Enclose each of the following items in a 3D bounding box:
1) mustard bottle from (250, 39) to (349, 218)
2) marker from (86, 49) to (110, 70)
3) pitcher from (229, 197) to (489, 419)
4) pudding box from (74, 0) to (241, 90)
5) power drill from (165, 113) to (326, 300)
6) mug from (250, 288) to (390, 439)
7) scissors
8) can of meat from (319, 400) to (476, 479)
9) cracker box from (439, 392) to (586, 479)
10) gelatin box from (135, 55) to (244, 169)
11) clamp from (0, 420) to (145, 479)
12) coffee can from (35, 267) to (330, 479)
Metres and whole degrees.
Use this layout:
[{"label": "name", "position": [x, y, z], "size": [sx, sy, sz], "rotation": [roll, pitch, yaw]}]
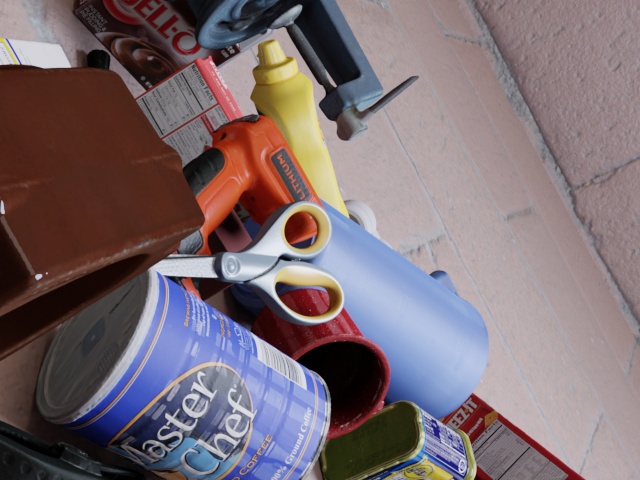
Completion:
[{"label": "mustard bottle", "position": [-0.023, -0.092, 0.990], "size": [0.096, 0.058, 0.191], "rotation": [-124, -163, -67]}, {"label": "marker", "position": [-0.169, -0.104, 0.809], "size": [0.020, 0.020, 0.121], "rotation": [42, 28, -41]}, {"label": "pitcher", "position": [0.030, 0.069, 0.929], "size": [0.242, 0.145, 0.149], "rotation": [37, 19, -41]}, {"label": "pudding box", "position": [-0.134, -0.182, 0.891], "size": [0.113, 0.090, 0.039], "rotation": [46, 25, -36]}, {"label": "power drill", "position": [-0.074, 0.012, 0.737], "size": [0.187, 0.058, 0.184], "rotation": [-44, 112, -41]}, {"label": "mug", "position": [0.003, 0.094, 0.808], "size": [0.117, 0.093, 0.081], "rotation": [33, 12, -33]}, {"label": "scissors", "position": [-0.055, 0.001, 0.707], "size": [0.201, 0.016, 0.096], "rotation": [24, 66, -40]}, {"label": "can of meat", "position": [0.062, 0.180, 0.879], "size": [0.083, 0.102, 0.057], "rotation": [38, 32, -43]}, {"label": "cracker box", "position": [0.218, 0.261, 1.059], "size": [0.164, 0.072, 0.214], "rotation": [50, -8, -29]}, {"label": "gelatin box", "position": [-0.107, -0.092, 0.840], "size": [0.073, 0.089, 0.030], "rotation": [60, 21, -4]}, {"label": "clamp", "position": [-0.120, 0.127, 0.535], "size": [0.171, 0.120, 0.039], "rotation": [33, 74, -46]}, {"label": "coffee can", "position": [-0.079, 0.089, 0.626], "size": [0.140, 0.103, 0.103], "rotation": [36, 31, -29]}]
